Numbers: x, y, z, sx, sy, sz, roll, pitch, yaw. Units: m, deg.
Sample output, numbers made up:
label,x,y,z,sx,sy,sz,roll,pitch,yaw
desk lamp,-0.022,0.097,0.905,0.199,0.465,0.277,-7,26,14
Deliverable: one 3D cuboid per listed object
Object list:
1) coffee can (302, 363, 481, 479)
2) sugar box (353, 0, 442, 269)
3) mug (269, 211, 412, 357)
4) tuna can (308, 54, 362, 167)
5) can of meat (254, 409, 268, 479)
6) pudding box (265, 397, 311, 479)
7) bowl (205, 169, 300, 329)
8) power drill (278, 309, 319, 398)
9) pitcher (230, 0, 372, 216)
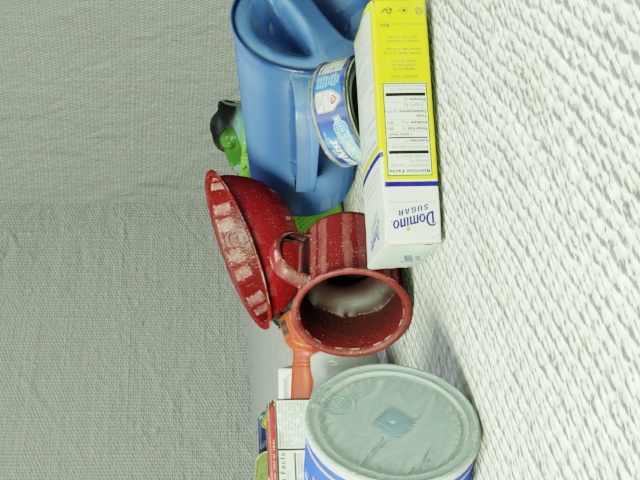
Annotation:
label,x,y,z,sx,sy,sz,roll,pitch,yaw
coffee can,0.038,0.162,0.657,0.103,0.102,0.140,-100,11,-56
sugar box,0.054,-0.073,0.759,0.093,0.048,0.176,115,150,-78
mug,0.013,0.027,0.841,0.093,0.117,0.081,-56,21,35
tuna can,0.027,-0.103,0.843,0.086,0.034,0.086,23,-118,-55
can of meat,-0.024,0.233,1.202,0.084,0.102,0.057,-98,10,-62
pudding box,0.017,0.163,0.795,0.039,0.113,0.090,124,145,-70
bowl,-0.057,0.001,1.021,0.162,0.055,0.162,160,90,-75
power drill,-0.008,0.158,0.986,0.184,0.057,0.187,140,133,-78
pitcher,-0.016,-0.123,1.010,0.145,0.149,0.243,37,152,21
